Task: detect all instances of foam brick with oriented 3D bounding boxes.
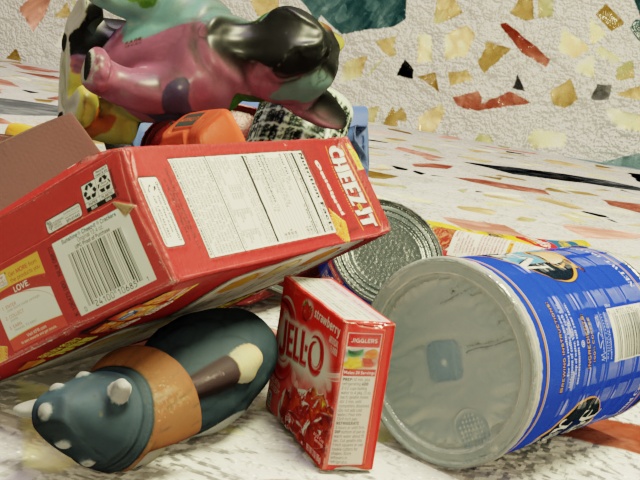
[{"bbox_3d":[-0.160,-0.026,0.597,0.078,0.053,0.051,-29,-15,-25],"label":"foam brick"}]

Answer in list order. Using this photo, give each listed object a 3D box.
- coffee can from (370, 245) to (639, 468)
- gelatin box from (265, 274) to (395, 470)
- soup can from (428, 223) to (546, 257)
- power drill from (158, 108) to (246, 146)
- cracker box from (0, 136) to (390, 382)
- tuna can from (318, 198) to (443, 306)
[{"bbox_3d":[0.104,0.056,0.565,0.103,0.103,0.140,18,14,40],"label":"coffee can"},{"bbox_3d":[0.002,0.062,0.529,0.030,0.073,0.089,4,11,-22],"label":"gelatin box"},{"bbox_3d":[0.122,0.030,0.813,0.102,0.068,0.068,13,11,18],"label":"soup can"},{"bbox_3d":[-0.142,-0.030,0.724,0.187,0.057,0.185,-26,14,-21],"label":"power drill"},{"bbox_3d":[-0.085,0.007,0.562,0.164,0.072,0.213,-26,-6,29],"label":"cracker box"},{"bbox_3d":[0.042,0.015,0.761,0.086,0.086,0.034,5,-29,-18],"label":"tuna can"}]
